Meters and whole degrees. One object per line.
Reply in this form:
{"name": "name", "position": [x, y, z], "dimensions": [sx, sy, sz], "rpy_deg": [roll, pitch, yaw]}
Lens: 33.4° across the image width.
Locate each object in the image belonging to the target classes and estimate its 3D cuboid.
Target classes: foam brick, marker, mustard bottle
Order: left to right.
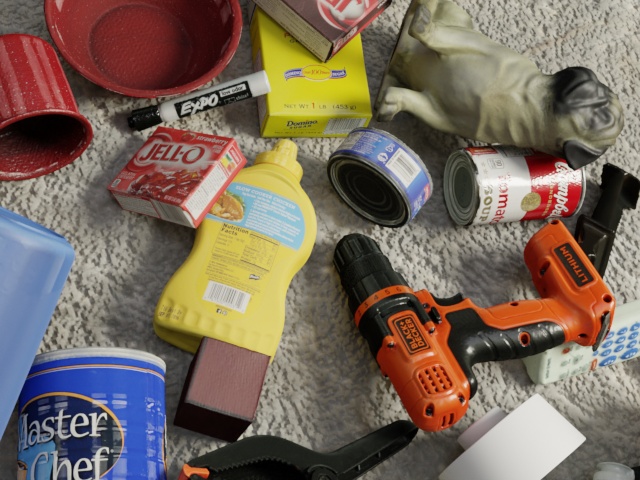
{"name": "marker", "position": [-0.101, -0.114, 0.879], "dimensions": [0.121, 0.020, 0.020], "rpy_deg": [-16, 71, 4]}
{"name": "foam brick", "position": [-0.073, 0.110, 0.780], "dimensions": [0.051, 0.078, 0.053], "rpy_deg": [18, 66, -7]}
{"name": "mustard bottle", "position": [-0.056, 0.001, 0.842], "dimensions": [0.096, 0.058, 0.191], "rpy_deg": [19, 64, 1]}

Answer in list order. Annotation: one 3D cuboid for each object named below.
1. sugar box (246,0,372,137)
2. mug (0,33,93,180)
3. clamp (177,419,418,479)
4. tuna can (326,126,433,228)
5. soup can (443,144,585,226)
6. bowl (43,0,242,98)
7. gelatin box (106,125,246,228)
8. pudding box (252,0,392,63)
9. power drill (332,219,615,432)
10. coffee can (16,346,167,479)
{"name": "sugar box", "position": [-0.013, -0.176, 0.936], "dimensions": [0.093, 0.048, 0.176], "rpy_deg": [-2, 69, -15]}
{"name": "mug", "position": [-0.243, -0.099, 0.829], "dimensions": [0.117, 0.093, 0.081], "rpy_deg": [-30, 68, 14]}
{"name": "clamp", "position": [0.004, 0.184, 0.733], "dimensions": [0.209, 0.036, 0.165], "rpy_deg": [7, 34, -27]}
{"name": "tuna can", "position": [0.047, -0.050, 0.875], "dimensions": [0.086, 0.086, 0.033], "rpy_deg": [38, 65, 3]}
{"name": "soup can", "position": [0.165, -0.049, 0.913], "dimensions": [0.102, 0.069, 0.068], "rpy_deg": [-5, 69, -17]}
{"name": "bowl", "position": [-0.150, -0.178, 0.896], "dimensions": [0.162, 0.055, 0.162], "rpy_deg": [5, 66, -12]}
{"name": "gelatin box", "position": [-0.114, -0.052, 0.840], "dimensions": [0.089, 0.030, 0.073], "rpy_deg": [14, 58, 38]}
{"name": "pudding box", "position": [-0.005, -0.218, 0.910], "dimensions": [0.113, 0.039, 0.090], "rpy_deg": [40, 63, 8]}
{"name": "power drill", "position": [0.119, 0.047, 0.843], "dimensions": [0.187, 0.057, 0.184], "rpy_deg": [-18, 55, -12]}
{"name": "coffee can", "position": [-0.155, 0.154, 0.726], "dimensions": [0.102, 0.103, 0.140], "rpy_deg": [1, 67, -14]}
